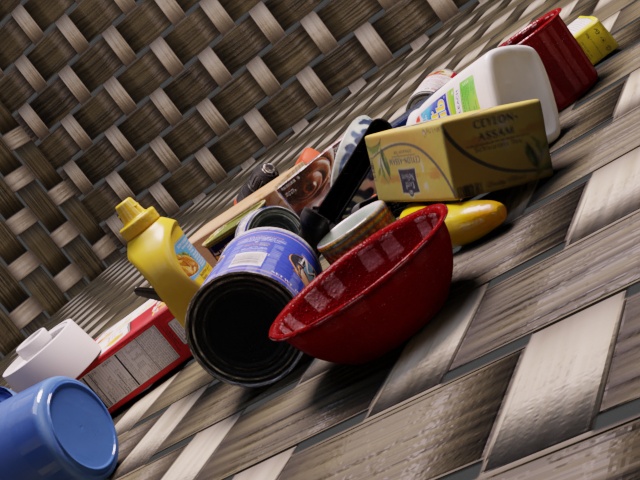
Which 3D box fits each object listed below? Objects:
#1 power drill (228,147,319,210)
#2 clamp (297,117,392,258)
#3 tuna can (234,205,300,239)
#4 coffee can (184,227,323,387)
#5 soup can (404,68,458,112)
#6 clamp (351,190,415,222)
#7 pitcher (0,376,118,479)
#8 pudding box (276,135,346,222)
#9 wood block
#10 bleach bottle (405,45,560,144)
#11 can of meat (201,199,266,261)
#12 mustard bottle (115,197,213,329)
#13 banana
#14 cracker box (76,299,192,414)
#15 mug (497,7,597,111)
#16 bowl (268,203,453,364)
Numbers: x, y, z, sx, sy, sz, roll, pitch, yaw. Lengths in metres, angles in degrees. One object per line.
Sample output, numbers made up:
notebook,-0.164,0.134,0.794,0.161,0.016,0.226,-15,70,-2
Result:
power drill,-0.064,-0.069,1.566,0.187,0.057,0.185,-35,-18,-45
clamp,0.006,-0.024,1.090,0.164,0.036,0.210,-53,-6,-33
tuna can,-0.058,0.002,1.287,0.086,0.086,0.034,-42,11,-27
coffee can,-0.054,0.055,0.938,0.103,0.103,0.140,-35,9,14
soup can,0.161,-0.190,1.475,0.069,0.068,0.102,-32,11,31
clamp,0.069,-0.038,1.100,0.120,0.039,0.172,-19,-3,-16
pitcher,-0.316,0.218,1.022,0.243,0.149,0.144,-31,-1,20
pudding box,0.015,-0.063,1.317,0.113,0.090,0.039,-38,7,1
wood block,-0.085,-0.010,1.434,0.206,0.091,0.090,-31,11,37
bleach bottle,0.144,-0.108,1.082,0.068,0.102,0.251,-10,-8,-21
can of meat,-0.086,0.010,1.351,0.102,0.084,0.057,-30,12,37
mustard bottle,-0.133,0.038,1.043,0.058,0.191,0.096,-35,9,11
banana,0.104,-0.020,0.916,0.069,0.037,0.198,-38,9,0
cracker box,-0.229,0.140,1.289,0.214,0.072,0.164,-37,9,9
mug,0.223,-0.171,1.086,0.093,0.081,0.117,-27,13,48
bowl,0.042,0.042,0.784,0.162,0.055,0.162,-36,9,6
